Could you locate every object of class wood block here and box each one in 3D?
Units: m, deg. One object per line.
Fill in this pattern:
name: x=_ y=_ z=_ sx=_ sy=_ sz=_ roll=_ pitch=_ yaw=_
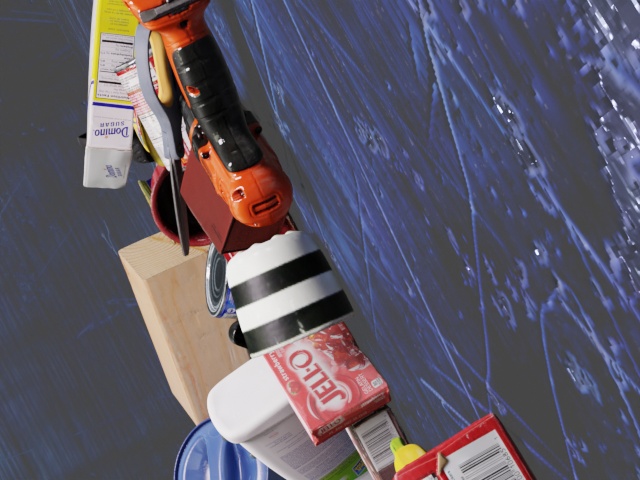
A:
wood block: x=-0.145 y=0.095 z=1.217 sx=0.091 sy=0.090 sz=0.206 roll=39 pitch=149 yaw=56

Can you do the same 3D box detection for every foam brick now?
foam brick: x=-0.068 y=-0.036 z=0.840 sx=0.078 sy=0.051 sz=0.053 roll=54 pitch=139 yaw=32

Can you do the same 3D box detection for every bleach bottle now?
bleach bottle: x=-0.004 y=0.200 z=1.023 sx=0.250 sy=0.102 sz=0.068 roll=55 pitch=180 yaw=-45

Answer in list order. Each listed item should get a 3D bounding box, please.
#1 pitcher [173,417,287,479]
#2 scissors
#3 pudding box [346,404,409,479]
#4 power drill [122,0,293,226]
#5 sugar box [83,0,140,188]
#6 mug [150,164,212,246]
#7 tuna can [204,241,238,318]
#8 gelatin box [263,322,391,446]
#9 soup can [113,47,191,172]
pitcher: x=-0.045 y=0.274 z=1.263 sx=0.242 sy=0.149 sz=0.145 roll=22 pitch=-144 yaw=-53
scissors: x=-0.114 y=-0.093 z=0.869 sx=0.096 sy=0.016 sz=0.202 roll=-68 pitch=-23 yaw=-47
pudding box: x=0.052 y=0.178 z=0.921 sx=0.113 sy=0.039 sz=0.090 roll=65 pitch=171 yaw=-20
power drill: x=-0.085 y=-0.120 z=0.742 sx=0.185 sy=0.057 sz=0.187 roll=54 pitch=170 yaw=51
sugar box: x=-0.190 y=-0.144 z=0.977 sx=0.093 sy=0.048 sz=0.176 roll=126 pitch=143 yaw=-67
mug: x=-0.123 y=-0.040 z=1.092 sx=0.117 sy=0.093 sz=0.081 roll=53 pitch=179 yaw=-20
tuna can: x=-0.086 y=0.034 z=1.038 sx=0.086 sy=0.033 sz=0.086 roll=-176 pitch=90 yaw=-70
gelatin box: x=0.005 y=0.112 z=0.873 sx=0.089 sy=0.073 sz=0.030 roll=55 pitch=169 yaw=37
soup can: x=-0.124 y=-0.116 z=0.915 sx=0.102 sy=0.068 sz=0.068 roll=63 pitch=171 yaw=-14
